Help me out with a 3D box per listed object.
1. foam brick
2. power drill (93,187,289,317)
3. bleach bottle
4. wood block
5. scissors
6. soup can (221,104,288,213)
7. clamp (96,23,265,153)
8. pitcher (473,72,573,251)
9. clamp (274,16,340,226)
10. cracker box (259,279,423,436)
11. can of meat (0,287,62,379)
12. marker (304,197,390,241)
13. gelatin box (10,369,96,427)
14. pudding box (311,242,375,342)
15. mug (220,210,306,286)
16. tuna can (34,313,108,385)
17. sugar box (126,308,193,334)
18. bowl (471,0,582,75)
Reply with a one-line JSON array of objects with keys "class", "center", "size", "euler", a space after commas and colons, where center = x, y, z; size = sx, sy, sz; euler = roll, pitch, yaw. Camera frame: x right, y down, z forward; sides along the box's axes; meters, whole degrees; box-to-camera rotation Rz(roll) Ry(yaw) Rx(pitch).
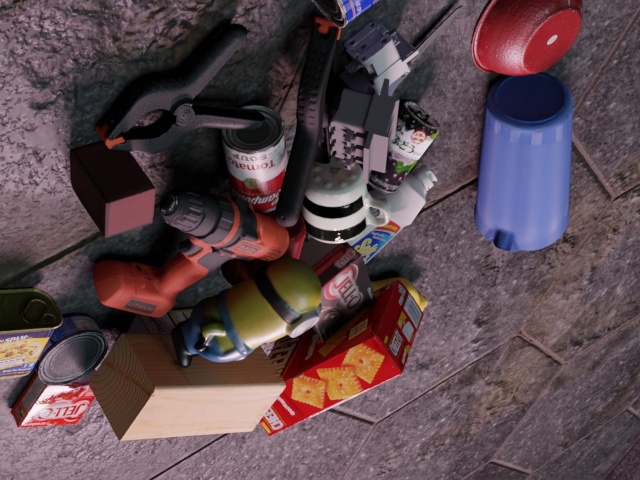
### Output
[{"class": "foam brick", "center": [-0.201, -0.051, 1.032], "size": [0.051, 0.078, 0.053], "euler": [-22, 147, -28]}, {"class": "power drill", "center": [-0.150, 0.014, 1.131], "size": [0.188, 0.057, 0.184], "euler": [-28, 152, 26]}, {"class": "bleach bottle", "center": [0.044, -0.010, 1.365], "size": [0.251, 0.068, 0.102], "euler": [-40, 150, -3]}, {"class": "wood block", "center": [-0.155, 0.171, 1.272], "size": [0.205, 0.091, 0.090], "euler": [7, 127, -47]}, {"class": "scissors", "center": [0.076, -0.192, 1.206], "size": [0.096, 0.016, 0.202], "euler": [5, 128, -50]}, {"class": "soup can", "center": [-0.068, -0.086, 1.136], "size": [0.068, 0.068, 0.102], "euler": [-29, 148, -17]}, {"class": "clamp", "center": [-0.130, -0.126, 1.041], "size": [0.171, 0.039, 0.120], "euler": [-30, 131, -7]}, {"class": "pitcher", "center": [0.277, -0.114, 1.431], "size": [0.145, 0.149, 0.243], "euler": [-18, 142, -7]}, {"class": "clamp", "center": [-0.009, -0.127, 1.114], "size": [0.164, 0.036, 0.210], "euler": [-67, 168, -50]}, {"class": "cracker box", "center": [0.019, 0.150, 1.400], "size": [0.214, 0.072, 0.164], "euler": [-28, -166, 25]}, {"class": "can of meat", "center": [-0.332, 0.100, 1.108], "size": [0.101, 0.057, 0.084], "euler": [-1, 135, -45]}, {"class": "marker", "center": [0.029, -0.025, 1.305], "size": [0.121, 0.020, 0.020], "euler": [-20, 145, -19]}, {"class": "gelatin box", "center": [-0.312, 0.188, 1.270], "size": [0.089, 0.030, 0.073], "euler": [9, 125, -51]}, {"class": "pudding box", "center": [0.017, 0.063, 1.321], "size": [0.090, 0.039, 0.113], "euler": [-39, 150, -12]}, {"class": "mug", "center": [-0.058, 0.002, 1.254], "size": [0.117, 0.093, 0.082], "euler": [-44, 157, -49]}, {"class": "tuna can", "center": [-0.286, 0.123, 1.210], "size": [0.086, 0.034, 0.086], "euler": [-27, 147, -20]}, {"class": "sugar box", "center": [-0.165, 0.129, 1.337], "size": [0.175, 0.048, 0.093], "euler": [-6, 136, -45]}, {"class": "bowl", "center": [0.261, -0.254, 1.285], "size": [0.162, 0.055, 0.162], "euler": [-27, 147, -20]}]
